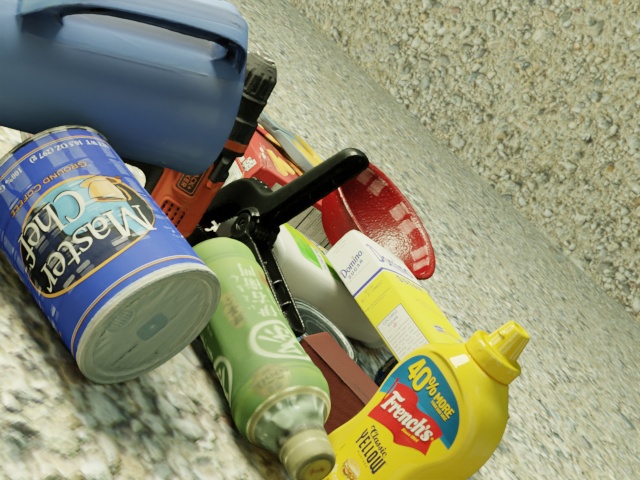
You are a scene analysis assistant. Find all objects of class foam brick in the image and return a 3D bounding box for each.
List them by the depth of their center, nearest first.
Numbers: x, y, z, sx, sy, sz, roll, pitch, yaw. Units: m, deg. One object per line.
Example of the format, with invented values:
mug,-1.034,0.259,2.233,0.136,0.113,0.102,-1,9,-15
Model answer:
foam brick,0.005,0.120,0.864,0.078,0.051,0.052,46,16,18

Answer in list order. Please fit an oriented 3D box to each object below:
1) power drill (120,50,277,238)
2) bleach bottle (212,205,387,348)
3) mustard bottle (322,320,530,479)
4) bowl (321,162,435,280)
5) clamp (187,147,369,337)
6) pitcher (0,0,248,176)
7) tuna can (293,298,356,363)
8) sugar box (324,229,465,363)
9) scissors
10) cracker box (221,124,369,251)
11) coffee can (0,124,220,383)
power drill,-0.150,-0.117,0.925,0.187,0.184,0.057,32,15,1
bleach bottle,0.008,0.048,1.061,0.250,0.068,0.103,29,19,-47
mustard bottle,0.072,0.128,0.734,0.058,0.192,0.096,30,19,-38
bowl,0.051,-0.013,1.136,0.162,0.055,0.162,39,28,-27
clamp,-0.056,0.001,0.925,0.210,0.164,0.036,0,-23,47
pitcher,-0.177,-0.134,0.740,0.242,0.149,0.145,10,28,-30
tuna can,-0.009,0.091,0.943,0.086,0.034,0.086,38,15,-13
sugar box,0.080,0.069,0.972,0.093,0.048,0.176,32,19,-46
scissors,-0.056,-0.132,1.188,0.201,0.016,0.096,45,11,-5
cracker box,-0.035,-0.058,1.230,0.213,0.072,0.164,32,18,-36
coffee can,-0.146,0.008,0.698,0.140,0.103,0.102,49,16,26
